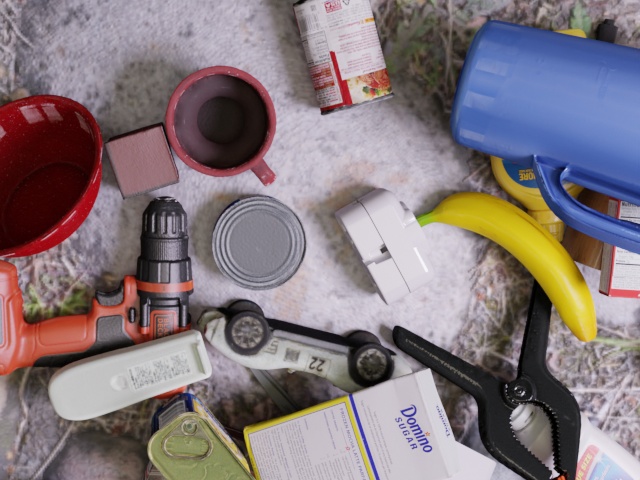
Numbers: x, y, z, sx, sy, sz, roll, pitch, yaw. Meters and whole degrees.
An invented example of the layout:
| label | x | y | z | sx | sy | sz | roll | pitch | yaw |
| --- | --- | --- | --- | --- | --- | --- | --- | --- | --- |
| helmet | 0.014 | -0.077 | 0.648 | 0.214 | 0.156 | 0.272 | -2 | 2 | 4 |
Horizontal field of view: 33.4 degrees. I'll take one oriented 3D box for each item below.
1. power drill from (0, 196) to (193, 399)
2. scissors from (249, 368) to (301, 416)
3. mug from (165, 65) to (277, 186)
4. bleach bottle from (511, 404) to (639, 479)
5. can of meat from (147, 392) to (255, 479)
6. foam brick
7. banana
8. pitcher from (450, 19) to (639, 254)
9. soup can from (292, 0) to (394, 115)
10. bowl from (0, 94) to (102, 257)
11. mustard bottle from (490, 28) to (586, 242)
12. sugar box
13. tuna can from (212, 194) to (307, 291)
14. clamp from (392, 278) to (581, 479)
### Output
| label | x | y | z | sx | sy | sz | roll | pitch | yaw |
| --- | --- | --- | --- | --- | --- | --- | --- | --- | --- |
| power drill | -0.207 | 0.051 | 0.949 | 0.187 | 0.057 | 0.184 | 1 | 97 | -7 |
| scissors | -0.015 | 0.205 | 1.010 | 0.201 | 0.016 | 0.096 | 37 | 87 | -10 |
| mug | -0.080 | -0.095 | 0.933 | 0.093 | 0.081 | 0.117 | -43 | 100 | 0 |
| bleach bottle | 0.267 | 0.246 | 1.027 | 0.251 | 0.068 | 0.102 | 42 | 95 | -7 |
| can of meat | -0.103 | 0.186 | 0.924 | 0.057 | 0.084 | 0.102 | -38 | 101 | -3 |
| foam brick | -0.154 | -0.070 | 0.930 | 0.051 | 0.078 | 0.053 | -18 | 101 | -5 |
| banana | 0.183 | 0.012 | 0.974 | 0.198 | 0.037 | 0.070 | 36 | 127 | 9 |
| pitcher | 0.231 | -0.090 | 0.867 | 0.243 | 0.149 | 0.145 | 18 | 116 | 14 |
| soup can | 0.020 | -0.168 | 0.942 | 0.068 | 0.068 | 0.102 | -16 | 98 | -4 |
| bowl | -0.247 | -0.044 | 0.910 | 0.162 | 0.055 | 0.162 | -10 | 59 | 16 |
| mustard bottle | 0.202 | -0.092 | 0.976 | 0.096 | 0.058 | 0.191 | -7 | 99 | 6 |
| sugar box | 0.026 | 0.180 | 0.924 | 0.176 | 0.048 | 0.093 | -21 | 81 | 20 |
| tuna can | -0.056 | 0.001 | 0.972 | 0.086 | 0.034 | 0.086 | -1 | 97 | -7 |
| clamp | 0.168 | 0.139 | 0.982 | 0.164 | 0.036 | 0.210 | -17 | 76 | -3 |
